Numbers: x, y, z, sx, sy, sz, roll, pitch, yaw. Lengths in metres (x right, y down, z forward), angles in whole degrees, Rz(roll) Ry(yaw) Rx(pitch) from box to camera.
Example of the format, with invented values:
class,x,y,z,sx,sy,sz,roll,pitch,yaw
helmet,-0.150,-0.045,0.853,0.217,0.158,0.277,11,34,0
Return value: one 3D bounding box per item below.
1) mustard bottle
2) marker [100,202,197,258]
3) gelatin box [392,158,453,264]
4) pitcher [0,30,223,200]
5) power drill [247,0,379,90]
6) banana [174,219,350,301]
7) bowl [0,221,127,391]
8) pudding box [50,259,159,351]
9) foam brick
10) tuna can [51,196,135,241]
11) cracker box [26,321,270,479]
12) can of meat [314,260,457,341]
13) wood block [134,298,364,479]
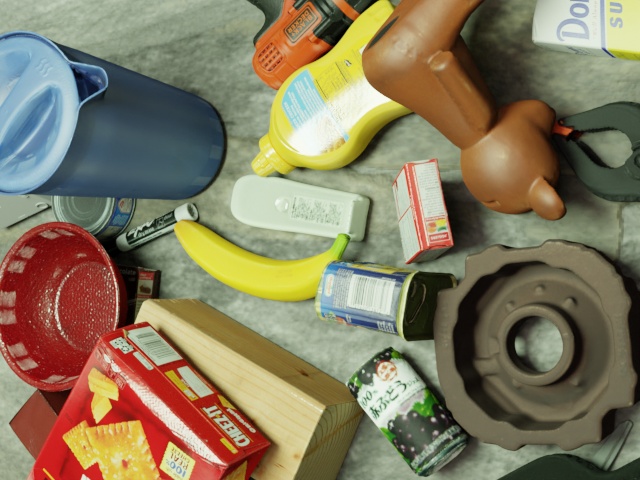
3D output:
class,x,y,z,sx,sy,sz,roll,pitch,yaw
mustard bottle,0.013,-0.119,0.949,0.192,0.058,0.096,-37,72,20
marker,-0.175,-0.007,1.067,0.121,0.020,0.020,-23,77,25
gelatin box,0.085,-0.022,0.893,0.030,0.089,0.073,-9,81,-5
pitcher,-0.203,-0.095,0.960,0.149,0.242,0.145,28,100,26
power drill,-0.026,-0.260,0.979,0.185,0.057,0.188,-42,70,19
banana,-0.054,0.020,0.990,0.198,0.037,0.069,5,96,31
bowl,-0.241,0.064,1.034,0.162,0.055,0.162,-3,85,30
pudding box,-0.219,0.067,1.076,0.114,0.039,0.090,5,89,28
foam brick,-0.259,0.182,1.070,0.051,0.078,0.053,48,108,23
tuna can,-0.233,-0.043,1.091,0.086,0.033,0.086,-2,87,28
cracker box,-0.162,0.205,0.927,0.164,0.072,0.214,41,116,21
can of meat,0.055,0.048,0.897,0.084,0.101,0.057,10,92,30
wood block,-0.074,0.136,0.967,0.206,0.090,0.090,27,100,27
